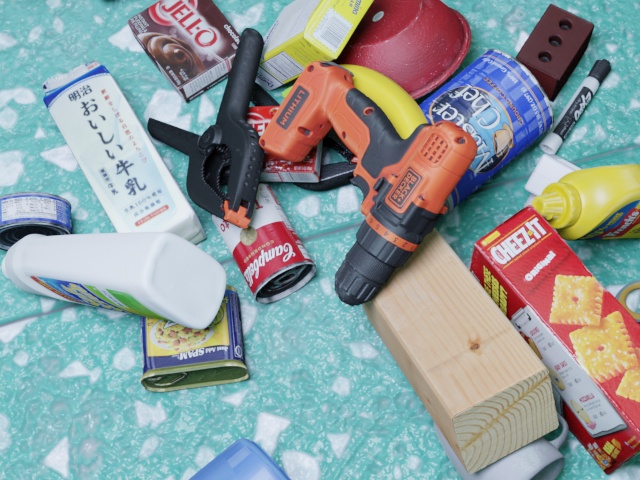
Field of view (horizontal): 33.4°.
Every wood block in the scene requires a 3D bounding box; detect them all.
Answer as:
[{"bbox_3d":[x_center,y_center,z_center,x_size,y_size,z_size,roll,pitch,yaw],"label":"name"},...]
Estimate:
[{"bbox_3d":[0.114,0.089,0.950,0.090,0.090,0.206,-27,44,-6],"label":"wood block"}]

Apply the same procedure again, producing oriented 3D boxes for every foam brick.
[{"bbox_3d":[0.240,-0.195,1.107,0.053,0.051,0.078,29,74,14],"label":"foam brick"}]

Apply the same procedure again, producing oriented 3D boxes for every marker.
[{"bbox_3d":[0.265,-0.140,1.101,0.020,0.020,0.121,32,75,15],"label":"marker"}]

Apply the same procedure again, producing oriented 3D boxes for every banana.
[{"bbox_3d":[0.050,-0.123,1.014,0.198,0.037,0.069,34,92,37],"label":"banana"}]

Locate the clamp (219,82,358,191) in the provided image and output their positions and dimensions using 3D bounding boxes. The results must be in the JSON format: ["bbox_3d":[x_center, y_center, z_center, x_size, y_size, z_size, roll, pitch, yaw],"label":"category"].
[{"bbox_3d":[-0.034,-0.088,1.099,0.172,0.039,0.120,24,81,19],"label":"clamp"}]

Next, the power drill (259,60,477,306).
[{"bbox_3d":[0.029,-0.059,0.957,0.188,0.057,0.184,43,106,30],"label":"power drill"}]

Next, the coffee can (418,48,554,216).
[{"bbox_3d":[0.144,-0.107,1.055,0.140,0.103,0.103,-39,71,-10],"label":"coffee can"}]

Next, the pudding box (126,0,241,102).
[{"bbox_3d":[-0.142,-0.216,1.156,0.090,0.039,0.113,-34,70,-8],"label":"pudding box"}]

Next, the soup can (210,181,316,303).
[{"bbox_3d":[-0.057,0.001,1.051,0.068,0.068,0.102,-28,69,-6],"label":"soup can"}]

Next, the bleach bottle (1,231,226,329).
[{"bbox_3d":[-0.212,0.032,1.012,0.251,0.102,0.068,1,64,40],"label":"bleach bottle"}]

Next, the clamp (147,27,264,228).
[{"bbox_3d":[-0.108,-0.092,1.053,0.165,0.036,0.210,-33,50,30],"label":"clamp"}]

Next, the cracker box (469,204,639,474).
[{"bbox_3d":[0.222,0.091,0.941,0.072,0.164,0.214,-35,71,-9],"label":"cracker box"}]

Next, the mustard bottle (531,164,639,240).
[{"bbox_3d":[0.268,-0.034,0.976,0.191,0.096,0.058,-3,66,-33],"label":"mustard bottle"}]

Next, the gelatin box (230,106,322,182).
[{"bbox_3d":[-0.043,-0.097,1.067,0.089,0.030,0.073,1,71,13],"label":"gelatin box"}]

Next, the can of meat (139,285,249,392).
[{"bbox_3d":[-0.123,0.094,1.028,0.102,0.057,0.084,-8,67,1],"label":"can of meat"}]

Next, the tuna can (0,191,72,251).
[{"bbox_3d":[-0.292,-0.017,1.069,0.086,0.086,0.034,-8,70,2],"label":"tuna can"}]

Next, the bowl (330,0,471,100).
[{"bbox_3d":[0.069,-0.207,1.089,0.162,0.055,0.162,-16,44,16],"label":"bowl"}]

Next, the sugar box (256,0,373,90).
[{"bbox_3d":[-0.011,-0.211,1.074,0.048,0.176,0.093,36,75,-15],"label":"sugar box"}]
